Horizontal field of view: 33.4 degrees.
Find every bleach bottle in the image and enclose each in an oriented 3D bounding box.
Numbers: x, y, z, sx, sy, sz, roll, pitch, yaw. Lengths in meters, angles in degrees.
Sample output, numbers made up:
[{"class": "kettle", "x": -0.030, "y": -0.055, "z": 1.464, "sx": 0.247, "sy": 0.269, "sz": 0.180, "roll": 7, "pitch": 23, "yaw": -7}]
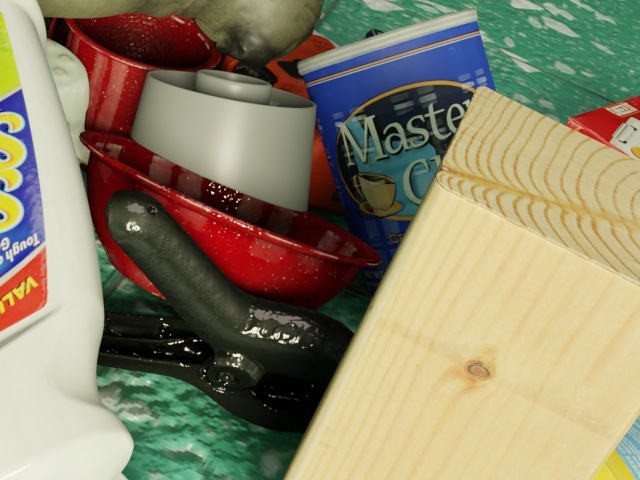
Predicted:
[{"class": "bleach bottle", "x": -0.121, "y": 0.008, "z": 0.389, "sx": 0.102, "sy": 0.068, "sz": 0.251, "roll": -16, "pitch": 57, "yaw": -19}]

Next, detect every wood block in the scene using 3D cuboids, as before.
[{"class": "wood block", "x": 0.048, "y": 0.064, "z": 0.393, "sx": 0.091, "sy": 0.206, "sz": 0.090, "roll": 27, "pitch": 32, "yaw": 4}]

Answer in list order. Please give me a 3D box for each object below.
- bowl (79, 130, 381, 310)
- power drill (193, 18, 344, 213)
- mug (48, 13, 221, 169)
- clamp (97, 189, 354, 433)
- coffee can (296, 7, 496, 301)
[{"class": "bowl", "x": -0.054, "y": 0.001, "z": 0.535, "sx": 0.162, "sy": 0.055, "sz": 0.162, "roll": 24, "pitch": 7, "yaw": -3}, {"class": "power drill", "x": -0.030, "y": -0.096, "z": 0.711, "sx": 0.184, "sy": 0.057, "sz": 0.188, "roll": 3, "pitch": 37, "yaw": -40}, {"class": "mug", "x": -0.124, "y": -0.097, "z": 0.640, "sx": 0.117, "sy": 0.082, "sz": 0.093, "roll": 38, "pitch": 34, "yaw": 21}, {"class": "clamp", "x": -0.049, "y": 0.049, "z": 0.479, "sx": 0.171, "sy": 0.120, "sz": 0.039, "roll": 35, "pitch": 51, "yaw": -22}, {"class": "coffee can", "x": 0.056, "y": -0.047, "z": 0.597, "sx": 0.103, "sy": 0.140, "sz": 0.103, "roll": -17, "pitch": 8, "yaw": 2}]
